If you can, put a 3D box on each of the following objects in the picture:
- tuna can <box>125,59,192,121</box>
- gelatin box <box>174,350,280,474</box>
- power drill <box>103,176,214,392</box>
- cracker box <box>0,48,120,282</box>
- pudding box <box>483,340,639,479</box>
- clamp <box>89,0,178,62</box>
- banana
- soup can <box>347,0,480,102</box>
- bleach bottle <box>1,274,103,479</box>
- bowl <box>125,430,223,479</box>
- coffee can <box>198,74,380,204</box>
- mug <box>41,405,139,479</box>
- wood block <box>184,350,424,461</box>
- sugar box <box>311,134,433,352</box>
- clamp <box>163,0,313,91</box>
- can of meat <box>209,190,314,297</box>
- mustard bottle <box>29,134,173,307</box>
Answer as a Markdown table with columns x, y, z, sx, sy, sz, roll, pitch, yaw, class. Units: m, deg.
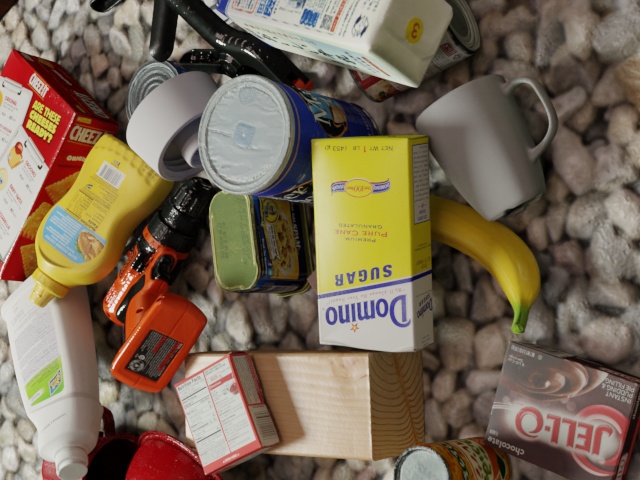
| x | y | z | sx | sy | sz | roll | pitch | yaw | class |
| --- | --- | --- | --- | --- | --- | --- | --- | --- | --- |
| -0.166 | -0.148 | 1.129 | 0.086 | 0.033 | 0.086 | -3 | 85 | 36 | tuna can |
| -0.082 | 0.152 | 0.940 | 0.073 | 0.030 | 0.089 | -32 | 70 | 32 | gelatin box |
| -0.153 | 0.044 | 1.044 | 0.185 | 0.057 | 0.188 | -57 | 22 | 20 | power drill |
| -0.331 | -0.083 | 1.216 | 0.164 | 0.071 | 0.214 | 42 | 110 | 37 | cracker box |
| 0.194 | 0.137 | 0.845 | 0.114 | 0.039 | 0.090 | 18 | 98 | 36 | pudding box |
| -0.169 | -0.307 | 1.136 | 0.165 | 0.036 | 0.210 | 31 | 99 | 42 | clamp |
| 0.117 | 0.000 | 0.899 | 0.198 | 0.069 | 0.037 | 37 | 147 | 36 | banana |
| 0.079 | -0.172 | 0.932 | 0.102 | 0.068 | 0.068 | -24 | 73 | 32 | soup can |
| -0.278 | 0.144 | 1.118 | 0.103 | 0.068 | 0.251 | -42 | 43 | 21 | bleach bottle |
| -0.136 | 0.261 | 1.016 | 0.162 | 0.055 | 0.162 | 30 | 141 | 29 | bowl |
| -0.025 | -0.086 | 0.957 | 0.103 | 0.140 | 0.103 | -3 | 85 | 36 | coffee can |
| -0.238 | 0.230 | 1.121 | 0.082 | 0.093 | 0.117 | 4 | 97 | 41 | mug |
| -0.018 | 0.145 | 0.968 | 0.206 | 0.090 | 0.091 | -5 | 84 | 35 | wood block |
| 0.043 | 0.002 | 0.887 | 0.093 | 0.048 | 0.176 | 2 | 97 | 31 | sugar box |
| -0.085 | -0.186 | 1.033 | 0.172 | 0.120 | 0.039 | 25 | 70 | 27 | clamp |
| -0.057 | 0.001 | 1.009 | 0.058 | 0.083 | 0.102 | -13 | 79 | 34 | can of meat |
| -0.244 | -0.012 | 1.126 | 0.096 | 0.058 | 0.191 | 34 | 86 | 23 | mustard bottle |
